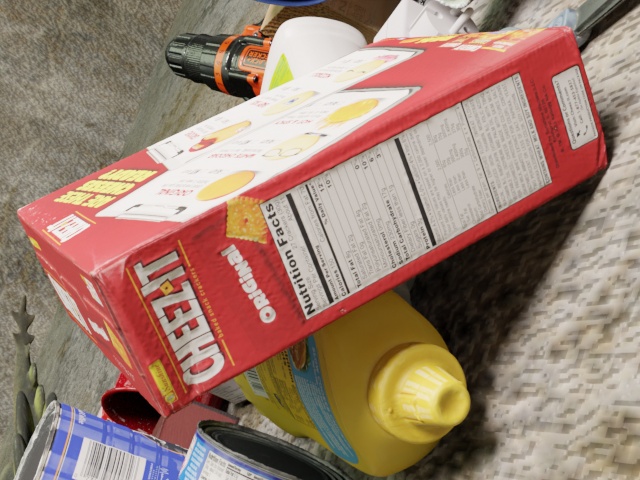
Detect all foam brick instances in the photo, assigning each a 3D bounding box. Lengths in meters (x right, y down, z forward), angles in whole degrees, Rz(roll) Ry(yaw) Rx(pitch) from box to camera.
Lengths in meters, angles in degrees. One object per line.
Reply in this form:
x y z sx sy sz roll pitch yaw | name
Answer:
-0.096 0.151 0.761 0.078 0.051 0.053 123 166 -57 | foam brick

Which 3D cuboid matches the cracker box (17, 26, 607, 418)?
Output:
-0.010 -0.021 0.470 0.213 0.072 0.164 -29 19 -17 | cracker box

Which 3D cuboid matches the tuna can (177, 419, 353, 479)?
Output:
-0.028 0.123 0.541 0.034 0.086 0.086 -69 16 -1 | tuna can

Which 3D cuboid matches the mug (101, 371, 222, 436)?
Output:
-0.112 0.113 0.842 0.117 0.093 0.081 86 -162 -54 | mug

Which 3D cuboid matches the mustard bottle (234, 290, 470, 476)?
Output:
0.011 0.059 0.497 0.192 0.058 0.096 7 117 66 | mustard bottle

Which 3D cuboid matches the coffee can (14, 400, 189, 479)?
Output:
-0.117 0.171 0.659 0.103 0.140 0.103 -57 19 31 | coffee can

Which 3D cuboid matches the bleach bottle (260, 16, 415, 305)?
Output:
0.013 -0.040 0.640 0.251 0.068 0.103 -108 28 -55 | bleach bottle

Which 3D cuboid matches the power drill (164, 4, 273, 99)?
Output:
-0.033 -0.207 0.922 0.185 0.057 0.187 18 80 31 | power drill
